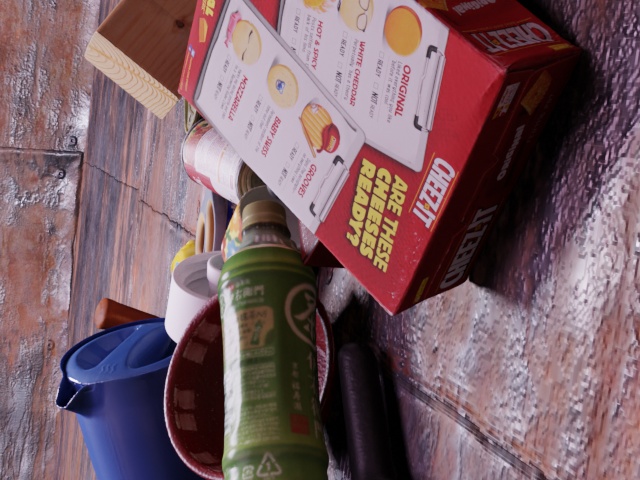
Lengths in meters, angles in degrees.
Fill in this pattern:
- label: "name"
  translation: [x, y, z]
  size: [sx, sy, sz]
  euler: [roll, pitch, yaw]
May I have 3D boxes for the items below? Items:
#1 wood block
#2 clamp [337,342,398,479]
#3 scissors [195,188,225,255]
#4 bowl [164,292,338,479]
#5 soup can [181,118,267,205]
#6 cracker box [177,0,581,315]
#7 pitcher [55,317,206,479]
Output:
- label: "wood block"
  translation: [-0.107, -0.221, 0.946]
  size: [0.206, 0.090, 0.090]
  euler: [-54, 12, -15]
- label: "clamp"
  translation: [0.031, 0.186, 0.665]
  size: [0.210, 0.036, 0.165]
  euler: [-116, 34, -57]
- label: "scissors"
  translation: [-0.111, -0.061, 1.079]
  size: [0.096, 0.016, 0.202]
  euler: [129, 142, -59]
- label: "bowl"
  translation: [-0.042, 0.109, 0.809]
  size: [0.162, 0.055, 0.162]
  euler: [-18, 58, 31]
- label: "soup can"
  translation: [-0.071, -0.068, 0.950]
  size: [0.102, 0.068, 0.068]
  euler: [28, 113, 51]
- label: "cracker box"
  translation: [0.019, -0.092, 0.589]
  size: [0.214, 0.071, 0.164]
  euler: [46, 136, 27]
- label: "pitcher"
  translation: [-0.136, 0.197, 0.977]
  size: [0.145, 0.149, 0.243]
  euler: [-96, -4, -72]
